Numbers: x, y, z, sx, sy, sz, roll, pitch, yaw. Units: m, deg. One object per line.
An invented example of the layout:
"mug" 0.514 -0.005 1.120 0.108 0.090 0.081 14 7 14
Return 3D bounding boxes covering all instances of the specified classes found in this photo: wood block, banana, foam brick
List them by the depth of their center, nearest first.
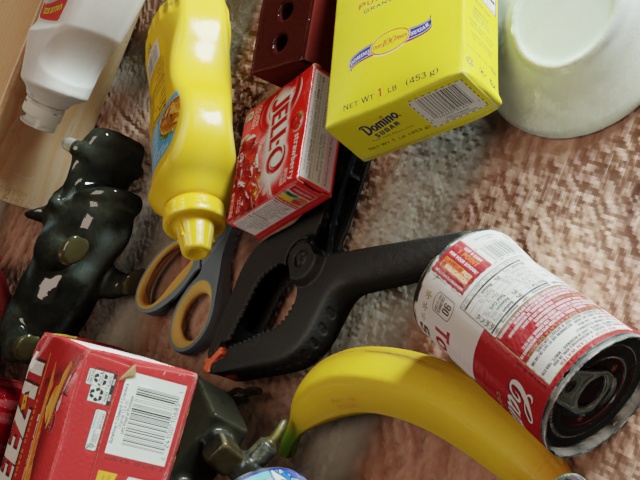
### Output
"banana" 0.049 0.092 0.575 0.198 0.037 0.069 -1 101 46
"foam brick" -0.004 -0.139 0.690 0.053 0.051 0.078 -6 71 48
"wood block" -0.234 -0.136 0.883 0.091 0.090 0.206 23 91 45

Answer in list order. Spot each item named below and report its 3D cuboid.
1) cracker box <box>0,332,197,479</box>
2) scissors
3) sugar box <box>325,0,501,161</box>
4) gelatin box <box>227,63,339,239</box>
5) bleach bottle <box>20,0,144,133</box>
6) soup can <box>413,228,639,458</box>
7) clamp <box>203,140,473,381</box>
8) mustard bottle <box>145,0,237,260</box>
"cracker box" -0.152 0.145 0.655 0.214 0.072 0.164 -6 68 69
"scissors" -0.055 0.001 0.716 0.202 0.016 0.096 -40 53 26
"sugar box" 0.055 -0.140 0.619 0.093 0.048 0.176 -19 55 33
"gelatin box" -0.021 -0.055 0.656 0.073 0.030 0.089 -28 44 45
"bleach bottle" -0.157 -0.193 0.775 0.103 0.068 0.251 44 112 50
"soup can" 0.100 0.046 0.517 0.102 0.068 0.068 43 106 43
"clamp" 0.007 0.018 0.634 0.210 0.036 0.165 -52 41 16
"mustard bottle" -0.087 -0.071 0.719 0.096 0.058 0.191 123 148 -49
